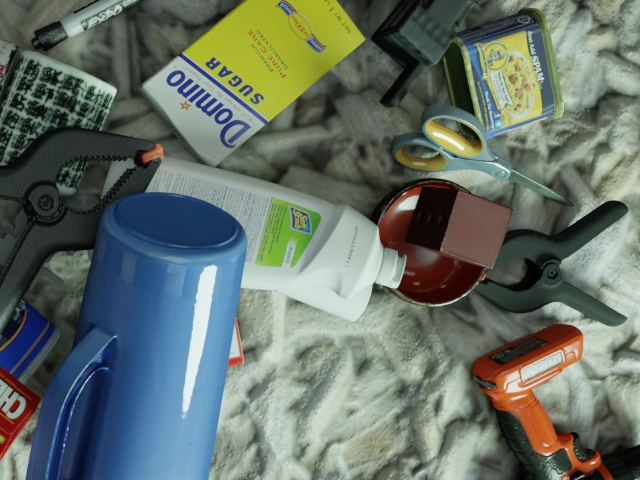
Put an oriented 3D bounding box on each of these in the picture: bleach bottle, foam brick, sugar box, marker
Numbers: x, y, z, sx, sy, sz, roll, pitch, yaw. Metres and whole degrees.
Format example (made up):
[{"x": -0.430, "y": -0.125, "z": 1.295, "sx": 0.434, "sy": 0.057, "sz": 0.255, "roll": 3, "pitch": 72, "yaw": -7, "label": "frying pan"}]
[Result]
[{"x": -0.056, "y": 0.001, "z": 0.879, "sx": 0.251, "sy": 0.068, "sz": 0.102, "roll": 15, "pitch": 86, "yaw": -2, "label": "bleach bottle"}, {"x": 0.112, "y": -0.011, "z": 0.881, "sx": 0.051, "sy": 0.078, "sz": 0.053, "roll": 19, "pitch": 88, "yaw": -18, "label": "foam brick"}, {"x": -0.058, "y": -0.150, "z": 0.908, "sx": 0.176, "sy": 0.048, "sz": 0.093, "roll": -42, "pitch": 103, "yaw": -10, "label": "sugar box"}, {"x": -0.184, "y": -0.190, "z": 0.885, "sx": 0.121, "sy": 0.020, "sz": 0.020, "roll": -30, "pitch": 101, "yaw": -11, "label": "marker"}]

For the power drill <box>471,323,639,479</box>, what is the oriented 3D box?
[{"x": 0.234, "y": 0.178, "z": 1.004, "sx": 0.184, "sy": 0.057, "sz": 0.187, "roll": -22, "pitch": 99, "yaw": -13, "label": "power drill"}]

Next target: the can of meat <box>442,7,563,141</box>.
[{"x": 0.162, "y": -0.147, "z": 0.958, "sx": 0.084, "sy": 0.057, "sz": 0.102, "roll": -20, "pitch": 109, "yaw": -12, "label": "can of meat"}]

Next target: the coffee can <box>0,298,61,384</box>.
[{"x": -0.288, "y": 0.063, "z": 0.830, "sx": 0.140, "sy": 0.103, "sz": 0.102, "roll": 44, "pitch": 82, "yaw": -14, "label": "coffee can"}]

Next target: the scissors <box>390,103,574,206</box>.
[{"x": 0.143, "y": -0.063, "z": 0.976, "sx": 0.201, "sy": 0.096, "sz": 0.016, "roll": 35, "pitch": 49, "yaw": -42, "label": "scissors"}]

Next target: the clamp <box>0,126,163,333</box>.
[{"x": -0.216, "y": -0.033, "z": 0.791, "sx": 0.209, "sy": 0.036, "sz": 0.164, "roll": -35, "pitch": 106, "yaw": -22, "label": "clamp"}]

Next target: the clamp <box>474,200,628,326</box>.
[{"x": 0.215, "y": 0.017, "z": 0.997, "sx": 0.171, "sy": 0.039, "sz": 0.120, "roll": 5, "pitch": 91, "yaw": -15, "label": "clamp"}]

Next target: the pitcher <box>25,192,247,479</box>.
[{"x": -0.136, "y": 0.094, "z": 0.806, "sx": 0.145, "sy": 0.149, "sz": 0.243, "roll": 8, "pitch": 115, "yaw": -13, "label": "pitcher"}]
